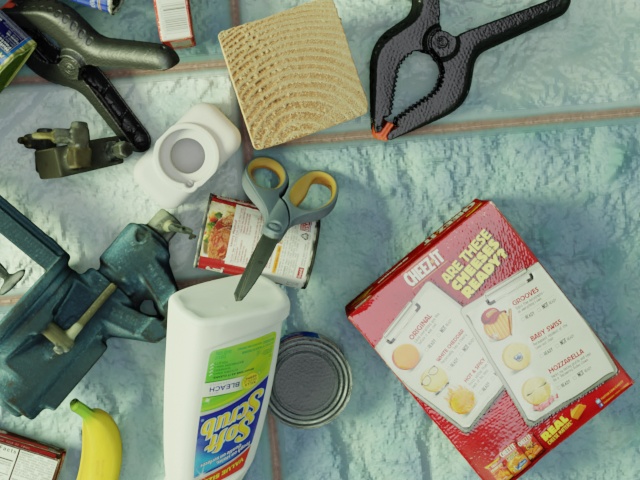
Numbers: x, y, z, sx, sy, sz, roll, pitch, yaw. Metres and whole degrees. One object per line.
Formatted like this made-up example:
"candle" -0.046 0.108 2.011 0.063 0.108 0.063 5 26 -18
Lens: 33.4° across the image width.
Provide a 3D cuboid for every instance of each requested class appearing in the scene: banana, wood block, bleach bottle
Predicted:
"banana" -0.220 0.231 0.968 0.069 0.037 0.198 9 102 -34
"wood block" -0.026 -0.130 0.866 0.090 0.206 0.091 -19 97 -2
"bleach bottle" -0.088 0.157 0.940 0.102 0.068 0.251 -13 123 -32

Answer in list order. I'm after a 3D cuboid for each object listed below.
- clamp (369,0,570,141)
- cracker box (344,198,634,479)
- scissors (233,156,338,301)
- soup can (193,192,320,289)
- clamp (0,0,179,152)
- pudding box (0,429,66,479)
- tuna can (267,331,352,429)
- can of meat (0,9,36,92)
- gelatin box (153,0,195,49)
"clamp" 0.100 -0.186 0.953 0.164 0.036 0.210 39 93 -7
"cracker box" 0.151 0.094 0.968 0.164 0.072 0.213 -39 96 0
"scissors" -0.053 -0.020 0.903 0.096 0.201 0.016 30 128 15
"soup can" -0.056 0.001 0.948 0.102 0.068 0.068 12 95 -5
"clamp" -0.205 -0.148 0.926 0.171 0.039 0.120 27 130 10
"pudding box" -0.293 0.232 0.972 0.090 0.039 0.113 19 92 -5
"tuna can" -0.014 0.127 0.980 0.086 0.034 0.086 0 96 -3
"can of meat" -0.300 -0.163 0.905 0.084 0.057 0.102 44 133 -10
"gelatin box" -0.128 -0.213 0.919 0.030 0.073 0.089 -9 95 -4
